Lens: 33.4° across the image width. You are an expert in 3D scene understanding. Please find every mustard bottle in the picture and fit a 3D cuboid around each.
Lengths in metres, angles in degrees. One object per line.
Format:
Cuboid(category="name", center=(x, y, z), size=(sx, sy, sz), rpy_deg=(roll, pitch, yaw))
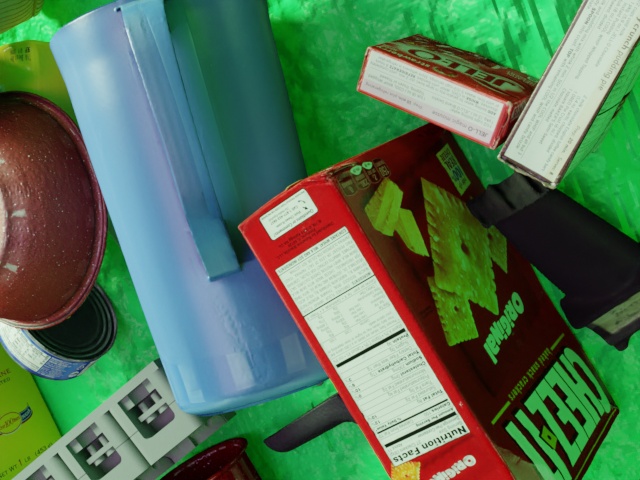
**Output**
Cuboid(category="mustard bottle", center=(-0.197, -0.039, 0.751), size=(0.096, 0.058, 0.191), rpy_deg=(-5, 92, 48))

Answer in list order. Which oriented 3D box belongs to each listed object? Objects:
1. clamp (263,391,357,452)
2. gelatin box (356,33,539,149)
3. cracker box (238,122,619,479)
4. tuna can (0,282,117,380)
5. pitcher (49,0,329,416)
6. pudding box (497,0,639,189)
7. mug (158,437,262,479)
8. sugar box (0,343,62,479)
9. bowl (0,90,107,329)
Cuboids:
Cuboid(category="clamp", center=(0.022, 0.100, 0.713), size=(0.172, 0.039, 0.120), rpy_deg=(11, 116, 31))
Cuboid(category="gelatin box", center=(0.076, -0.087, 0.605), size=(0.089, 0.073, 0.030), rpy_deg=(25, 116, 19))
Cuboid(category="cracker box", center=(0.071, 0.047, 0.597), size=(0.072, 0.164, 0.214), rpy_deg=(-33, 88, 32))
Cuboid(category="tuna can", center=(-0.195, 0.060, 0.788), size=(0.034, 0.086, 0.086), rpy_deg=(-42, 84, 32))
Cuboid(category="pitcher", center=(-0.066, -0.025, 0.630), size=(0.145, 0.148, 0.243), rpy_deg=(-18, 88, 42))
Cuboid(category="pudding box", center=(0.144, -0.091, 0.559), size=(0.039, 0.089, 0.114), rpy_deg=(31, 118, 16))
Cuboid(category="mug", center=(-0.073, 0.202, 0.754), size=(0.093, 0.117, 0.081), rpy_deg=(-30, 96, 4))
Cuboid(category="sugar box", center=(-0.280, 0.107, 0.843), size=(0.048, 0.093, 0.176), rpy_deg=(-21, 95, 31))
Cuboid(category="bowl", center=(-0.216, -0.017, 0.696), size=(0.162, 0.055, 0.162), rpy_deg=(4, 98, 32))
